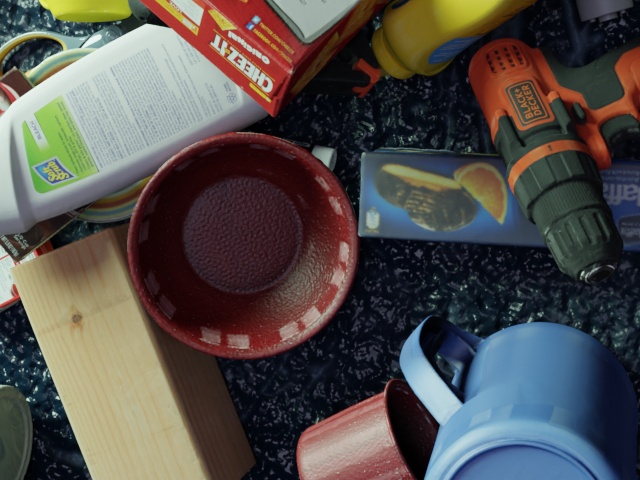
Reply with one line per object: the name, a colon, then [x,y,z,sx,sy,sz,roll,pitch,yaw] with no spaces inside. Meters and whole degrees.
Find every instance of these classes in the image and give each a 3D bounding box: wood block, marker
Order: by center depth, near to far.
marker: [-0.048,-0.072,0.787,0.121,0.020,0.020,14,100,13]
wood block: [-0.136,0.096,0.794,0.091,0.090,0.206,-21,91,17]

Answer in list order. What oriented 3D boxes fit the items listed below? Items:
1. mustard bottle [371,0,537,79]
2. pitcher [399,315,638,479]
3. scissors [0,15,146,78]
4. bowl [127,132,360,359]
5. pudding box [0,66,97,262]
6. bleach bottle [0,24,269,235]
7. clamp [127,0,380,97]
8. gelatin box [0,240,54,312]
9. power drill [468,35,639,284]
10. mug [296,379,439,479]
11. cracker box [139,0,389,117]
mustard bottle: [0.096,-0.156,0.691,0.192,0.096,0.058,-30,94,46]
pitcher: [0.121,0.126,0.648,0.149,0.242,0.145,-3,94,14]
scissors: [-0.158,-0.133,0.811,0.202,0.016,0.096,-9,95,16]
bowl: [-0.055,0.001,0.764,0.162,0.055,0.162,-1,101,-6]
pudding box: [-0.220,-0.055,0.777,0.090,0.039,0.113,-38,100,-1]
bleach bottle: [-0.163,-0.080,0.735,0.250,0.068,0.102,-26,89,-13]
clamp: [-0.031,-0.163,0.722,0.171,0.039,0.120,27,75,-13]
gelatin box: [-0.255,0.016,0.847,0.089,0.030,0.073,-26,88,16]
power drill: [0.200,-0.073,0.651,0.187,0.057,0.184,-18,56,1]
mug: [0.044,0.164,0.762,0.082,0.093,0.117,-28,125,21]
cracker box: [-0.019,-0.209,0.678,0.164,0.072,0.213,40,67,2]
